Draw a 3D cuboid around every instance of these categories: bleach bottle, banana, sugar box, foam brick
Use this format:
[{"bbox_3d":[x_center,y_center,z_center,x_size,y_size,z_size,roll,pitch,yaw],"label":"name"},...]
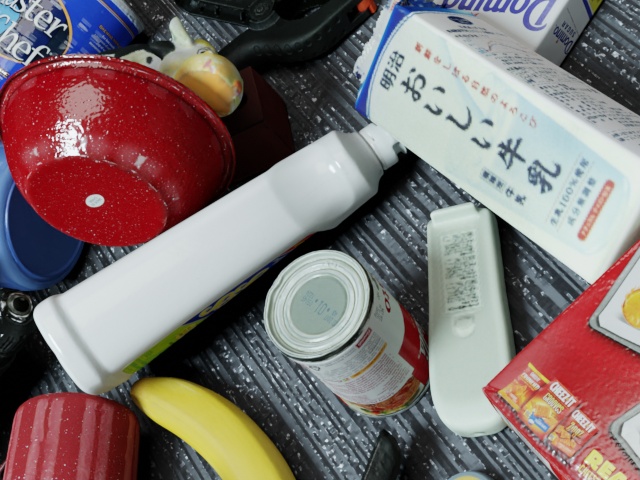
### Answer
[{"bbox_3d":[-0.054,0.001,0.683,0.251,0.102,0.068,-34,86,-3],"label":"bleach bottle"},{"bbox_3d":[-0.055,0.145,0.650,0.069,0.037,0.198,-32,55,-3],"label":"banana"},{"bbox_3d":[0.153,-0.193,0.719,0.093,0.048,0.176,28,78,36],"label":"sugar box"},{"bbox_3d":[-0.066,-0.079,0.770,0.078,0.051,0.053,-24,55,15],"label":"foam brick"}]

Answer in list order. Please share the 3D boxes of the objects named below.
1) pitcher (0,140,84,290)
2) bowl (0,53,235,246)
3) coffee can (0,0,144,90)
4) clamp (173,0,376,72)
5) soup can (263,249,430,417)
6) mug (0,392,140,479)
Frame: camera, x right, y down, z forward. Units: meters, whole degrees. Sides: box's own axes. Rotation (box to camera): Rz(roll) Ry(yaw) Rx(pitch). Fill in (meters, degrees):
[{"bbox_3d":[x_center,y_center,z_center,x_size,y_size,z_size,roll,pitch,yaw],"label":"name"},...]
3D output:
[{"bbox_3d":[-0.307,-0.010,0.823,0.243,0.149,0.144,3,34,26],"label":"pitcher"},{"bbox_3d":[-0.139,-0.044,0.692,0.162,0.162,0.055,-10,50,23],"label":"bowl"},{"bbox_3d":[-0.226,-0.153,0.864,0.103,0.102,0.140,34,83,37],"label":"coffee can"},{"bbox_3d":[-0.045,-0.171,0.818,0.171,0.039,0.120,-19,61,11],"label":"clamp"},{"bbox_3d":[0.018,0.056,0.622,0.069,0.102,0.068,-13,59,22],"label":"soup can"},{"bbox_3d":[-0.168,0.152,0.682,0.117,0.093,0.081,-22,51,29],"label":"mug"}]
